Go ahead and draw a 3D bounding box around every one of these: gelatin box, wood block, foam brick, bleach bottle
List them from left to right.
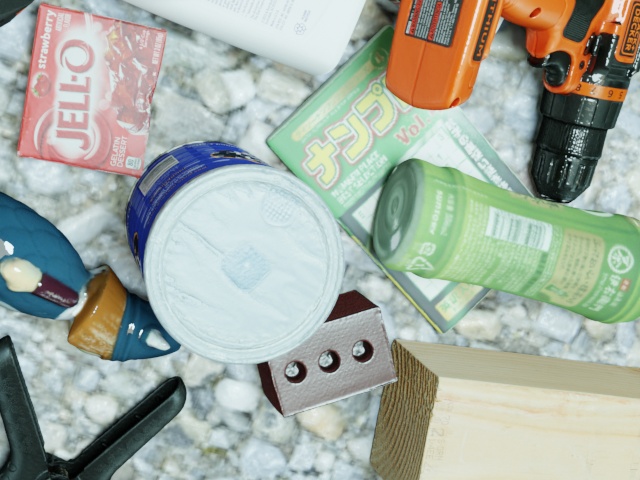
[{"bbox_3d":[-0.133,-0.086,0.621,0.073,0.030,0.089,10,98,-16],"label":"gelatin box"},{"bbox_3d":[-0.093,-0.183,0.597,0.250,0.068,0.102,21,92,-14],"label":"bleach bottle"},{"bbox_3d":[0.000,0.070,0.673,0.078,0.051,0.053,-17,104,-11],"label":"foam brick"},{"bbox_3d":[0.149,0.129,0.702,0.205,0.091,0.090,8,97,-16],"label":"wood block"}]

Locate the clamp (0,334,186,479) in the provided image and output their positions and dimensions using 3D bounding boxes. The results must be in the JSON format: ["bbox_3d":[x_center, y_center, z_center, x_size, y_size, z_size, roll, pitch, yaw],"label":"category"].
[{"bbox_3d":[-0.151,0.145,0.657,0.120,0.039,0.171,9,104,-11],"label":"clamp"}]

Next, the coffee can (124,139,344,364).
[{"bbox_3d":[-0.054,0.001,0.600,0.102,0.140,0.103,-3,101,-14],"label":"coffee can"}]

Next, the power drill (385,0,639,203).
[{"bbox_3d":[0.123,-0.111,0.633,0.187,0.057,0.184,-3,110,-45],"label":"power drill"}]
